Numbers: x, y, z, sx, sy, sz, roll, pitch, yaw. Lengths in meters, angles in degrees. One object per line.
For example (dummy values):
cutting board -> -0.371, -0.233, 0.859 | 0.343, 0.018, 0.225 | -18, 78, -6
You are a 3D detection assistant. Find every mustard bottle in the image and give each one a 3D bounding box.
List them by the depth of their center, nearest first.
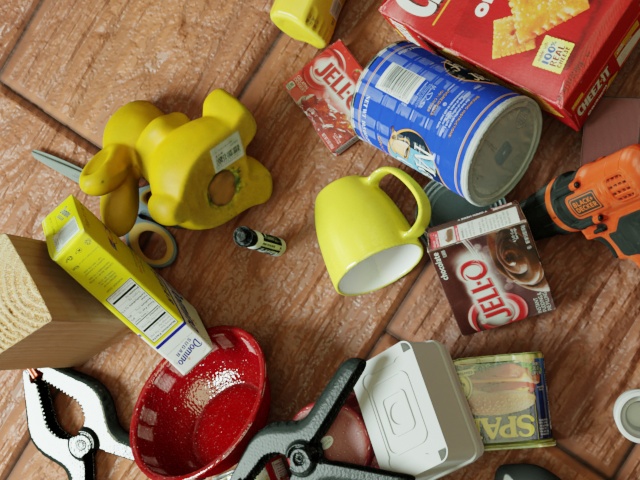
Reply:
mustard bottle -> 0.016, -0.285, 1.018 | 0.058, 0.096, 0.191 | 24, 91, 15

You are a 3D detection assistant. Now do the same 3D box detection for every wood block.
wood block -> -0.258, 0.061, 0.997 | 0.091, 0.206, 0.090 | -33, 79, 8

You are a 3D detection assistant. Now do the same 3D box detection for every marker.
marker -> -0.057, 0.001, 0.998 | 0.020, 0.121, 0.020 | -1, 85, 13

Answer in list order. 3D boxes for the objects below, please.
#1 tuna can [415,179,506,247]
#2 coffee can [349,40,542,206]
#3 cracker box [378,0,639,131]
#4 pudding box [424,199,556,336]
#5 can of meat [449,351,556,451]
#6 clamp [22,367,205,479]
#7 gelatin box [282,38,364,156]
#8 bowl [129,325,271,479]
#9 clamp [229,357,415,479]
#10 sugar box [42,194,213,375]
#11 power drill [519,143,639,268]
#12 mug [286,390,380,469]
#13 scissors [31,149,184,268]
tuna can -> 0.133, -0.022, 1.000 | 0.086, 0.033, 0.086 | -1, 85, 13
coffee can -> 0.111, -0.106, 0.956 | 0.140, 0.102, 0.103 | 34, 94, 34
cracker box -> 0.183, -0.221, 0.960 | 0.214, 0.072, 0.164 | 35, 93, 29
pudding box -> 0.153, 0.027, 0.958 | 0.090, 0.039, 0.113 | -19, 124, 11
can of meat -> 0.158, 0.147, 0.969 | 0.102, 0.057, 0.084 | -6, 82, 13
clamp -> -0.220, 0.200, 1.064 | 0.164, 0.036, 0.210 | -33, 81, 8
gelatin box -> 0.017, -0.139, 1.039 | 0.073, 0.030, 0.089 | -36, 78, 8
bowl -> -0.102, 0.163, 1.007 | 0.162, 0.055, 0.162 | -23, 45, 25
clamp -> -0.010, 0.177, 0.927 | 0.172, 0.039, 0.120 | -19, 70, 19
sugar box -> -0.178, 0.041, 0.993 | 0.048, 0.093, 0.176 | -44, 120, 3
power drill -> 0.264, 0.018, 0.920 | 0.057, 0.185, 0.187 | -39, 94, -26
mug -> 0.025, 0.190, 0.983 | 0.117, 0.081, 0.093 | 22, 91, 14
scissors -> -0.216, -0.031, 1.093 | 0.202, 0.016, 0.096 | 11, 88, 14
